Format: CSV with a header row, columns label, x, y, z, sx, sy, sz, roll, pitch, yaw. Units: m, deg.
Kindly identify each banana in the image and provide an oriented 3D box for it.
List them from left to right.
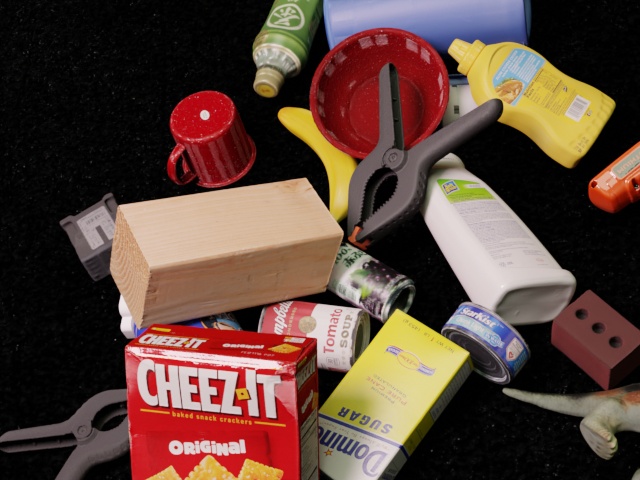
label,x,y,z,sx,sy,sz,roll,pitch,yaw
banana,0.005,-0.096,1.250,0.069,0.037,0.198,-18,54,-1

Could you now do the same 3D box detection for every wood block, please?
label,x,y,z,sx,sy,sz,roll,pitch,yaw
wood block,-0.095,0.011,1.067,0.205,0.090,0.091,-10,47,-28

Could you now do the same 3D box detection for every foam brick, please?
label,x,y,z,sx,sy,sz,roll,pitch,yaw
foam brick,0.272,0.098,1.044,0.053,0.051,0.078,-38,56,-14

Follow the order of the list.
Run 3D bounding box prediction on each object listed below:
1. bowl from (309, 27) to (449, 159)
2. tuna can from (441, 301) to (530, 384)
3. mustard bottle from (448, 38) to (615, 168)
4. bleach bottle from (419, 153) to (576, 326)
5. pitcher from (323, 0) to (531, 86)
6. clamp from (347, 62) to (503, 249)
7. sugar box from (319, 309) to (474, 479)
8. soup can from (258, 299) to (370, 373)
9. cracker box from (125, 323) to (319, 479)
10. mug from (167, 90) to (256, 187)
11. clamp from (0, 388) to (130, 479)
label,x,y,z,sx,sy,sz,roll,pitch,yaw
bowl,0.072,-0.162,1.235,0.162,0.055,0.162,-4,75,13
tuna can,0.161,0.102,1.046,0.086,0.086,0.033,31,69,29
mustard bottle,0.227,-0.168,1.195,0.191,0.058,0.096,34,65,6
bleach bottle,0.166,-0.019,1.139,0.102,0.068,0.251,-2,42,-25
pitcher,0.132,-0.267,1.292,0.243,0.145,0.149,-6,32,13
clamp,0.095,-0.085,1.142,0.165,0.036,0.210,18,82,40
sugar box,0.062,0.163,1.042,0.093,0.048,0.176,30,71,29
soup can,-0.006,0.098,1.099,0.102,0.068,0.068,6,57,16
cracker box,-0.087,0.192,0.971,0.164,0.214,0.072,3,16,15
mug,-0.139,-0.116,1.270,0.093,0.081,0.117,34,69,30
clamp,-0.239,0.213,1.091,0.171,0.039,0.120,-26,55,-6
